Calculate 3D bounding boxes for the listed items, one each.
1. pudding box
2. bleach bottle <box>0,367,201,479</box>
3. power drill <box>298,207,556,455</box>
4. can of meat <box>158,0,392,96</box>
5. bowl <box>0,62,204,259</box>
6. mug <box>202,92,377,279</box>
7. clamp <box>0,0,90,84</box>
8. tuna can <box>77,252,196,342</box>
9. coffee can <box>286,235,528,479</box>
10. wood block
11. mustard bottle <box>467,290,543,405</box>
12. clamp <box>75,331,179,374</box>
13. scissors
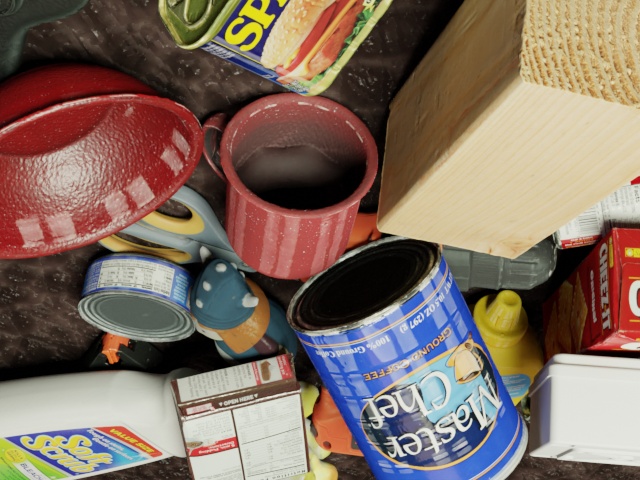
[{"bbox_3d":[-0.056,0.137,0.777,0.090,0.039,0.113,-13,139,-8],"label":"pudding box"},{"bbox_3d":[-0.180,0.140,0.841,0.251,0.068,0.102,-14,131,19],"label":"bleach bottle"},{"bbox_3d":[0.063,0.065,0.745,0.184,0.057,0.188,6,117,9],"label":"power drill"},{"bbox_3d":[-0.016,-0.128,0.526,0.083,0.057,0.102,19,119,-43],"label":"can of meat"},{"bbox_3d":[-0.153,-0.054,0.625,0.162,0.055,0.162,-23,158,-10],"label":"bowl"},{"bbox_3d":[-0.027,-0.035,0.656,0.117,0.093,0.081,31,148,13],"label":"mug"},{"bbox_3d":[-0.182,-0.141,0.562,0.120,0.039,0.172,25,133,-35],"label":"clamp"},{"bbox_3d":[-0.131,0.042,0.777,0.086,0.033,0.086,6,153,3],"label":"tuna can"},{"bbox_3d":[0.055,0.082,0.662,0.103,0.102,0.140,-18,112,23],"label":"coffee can"},{"bbox_3d":[0.104,-0.068,0.546,0.090,0.090,0.206,11,161,-10],"label":"wood block"},{"bbox_3d":[0.120,0.101,0.832,0.096,0.058,0.192,7,141,-6],"label":"mustard bottle"},{"bbox_3d":[-0.166,0.145,0.917,0.165,0.036,0.210,-4,138,10],"label":"clamp"},{"bbox_3d":[-0.055,0.001,0.747,0.201,0.016,0.096,10,146,-9],"label":"scissors"}]
